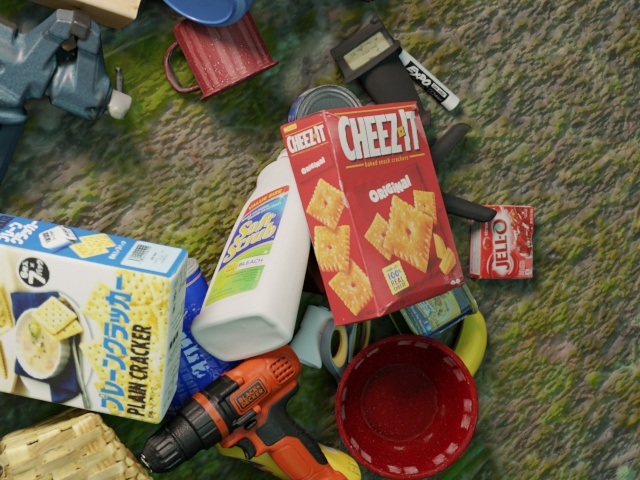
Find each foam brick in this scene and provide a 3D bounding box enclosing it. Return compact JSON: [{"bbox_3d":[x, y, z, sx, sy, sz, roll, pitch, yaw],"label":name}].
[{"bbox_3d":[-0.004,0.024,1.177,0.053,0.078,0.051,-35,104,-19],"label":"foam brick"}]

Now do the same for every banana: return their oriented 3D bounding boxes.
[{"bbox_3d":[0.143,0.155,1.265,0.070,0.037,0.197,33,76,11],"label":"banana"}]

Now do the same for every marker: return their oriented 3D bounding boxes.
[{"bbox_3d":[0.114,-0.196,1.242,0.121,0.020,0.020,39,79,-18],"label":"marker"}]

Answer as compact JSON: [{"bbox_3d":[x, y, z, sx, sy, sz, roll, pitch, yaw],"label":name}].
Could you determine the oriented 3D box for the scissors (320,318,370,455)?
[{"bbox_3d":[0.020,0.171,1.206,0.096,0.016,0.202,13,87,-55],"label":"scissors"}]

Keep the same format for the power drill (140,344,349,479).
[{"bbox_3d":[-0.064,0.220,1.064,0.184,0.057,0.187,-36,106,-19],"label":"power drill"}]

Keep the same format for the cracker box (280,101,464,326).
[{"bbox_3d":[0.061,-0.033,1.121,0.163,0.072,0.214,-14,89,-49],"label":"cracker box"}]

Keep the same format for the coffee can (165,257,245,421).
[{"bbox_3d":[-0.145,0.103,1.112,0.102,0.103,0.140,-29,103,-18],"label":"coffee can"}]

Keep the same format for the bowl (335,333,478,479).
[{"bbox_3d":[0.093,0.185,1.203,0.162,0.055,0.162,0,87,-6],"label":"bowl"}]

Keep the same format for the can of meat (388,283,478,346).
[{"bbox_3d":[0.118,0.061,1.231,0.083,0.057,0.102,-30,90,-15],"label":"can of meat"}]

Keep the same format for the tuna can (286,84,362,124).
[{"bbox_3d":[0.006,-0.130,1.196,0.086,0.034,0.086,-1,93,-21],"label":"tuna can"}]

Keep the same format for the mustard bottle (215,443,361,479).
[{"bbox_3d":[-0.054,0.224,1.156,0.191,0.096,0.058,30,85,-20],"label":"mustard bottle"}]

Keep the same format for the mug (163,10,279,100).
[{"bbox_3d":[-0.112,-0.199,1.125,0.117,0.093,0.081,-24,98,18],"label":"mug"}]

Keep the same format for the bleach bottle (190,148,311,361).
[{"bbox_3d":[-0.057,0.001,1.110,0.068,0.103,0.250,49,37,-35],"label":"bleach bottle"}]

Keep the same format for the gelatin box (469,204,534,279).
[{"bbox_3d":[0.219,0.002,1.287,0.073,0.030,0.089,1,92,-21],"label":"gelatin box"}]

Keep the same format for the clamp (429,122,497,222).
[{"bbox_3d":[0.116,-0.073,1.236,0.171,0.039,0.120,-6,77,-15],"label":"clamp"}]
